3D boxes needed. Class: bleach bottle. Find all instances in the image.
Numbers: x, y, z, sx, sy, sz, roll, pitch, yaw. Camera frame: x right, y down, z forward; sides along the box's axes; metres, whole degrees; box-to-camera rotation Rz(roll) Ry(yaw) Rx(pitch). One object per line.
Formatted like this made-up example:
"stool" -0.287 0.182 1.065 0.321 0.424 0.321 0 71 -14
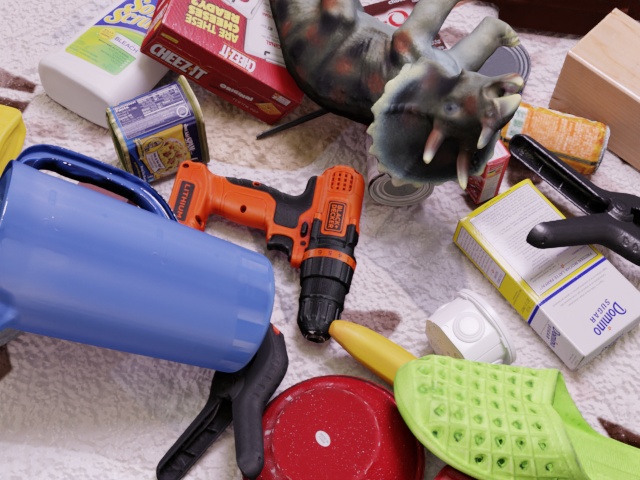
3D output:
"bleach bottle" -0.185 -0.235 1.149 0.102 0.068 0.250 29 61 12

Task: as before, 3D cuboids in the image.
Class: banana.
"banana" 0.093 0.133 0.946 0.198 0.069 0.037 39 95 23

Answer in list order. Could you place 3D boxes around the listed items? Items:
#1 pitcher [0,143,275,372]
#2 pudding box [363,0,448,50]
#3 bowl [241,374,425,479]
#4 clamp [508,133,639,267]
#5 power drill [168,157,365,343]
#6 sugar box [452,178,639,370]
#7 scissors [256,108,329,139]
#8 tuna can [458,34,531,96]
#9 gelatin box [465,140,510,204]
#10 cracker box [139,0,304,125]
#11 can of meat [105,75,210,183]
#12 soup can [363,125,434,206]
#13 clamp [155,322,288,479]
"pitcher" -0.165 0.022 0.893 0.242 0.145 0.149 18 96 -23
"pudding box" 0.069 -0.214 1.156 0.113 0.039 0.090 -16 62 -11
"bowl" 0.008 0.178 0.910 0.162 0.055 0.162 -4 58 6
"clamp" 0.273 -0.015 1.013 0.210 0.036 0.164 24 37 -7
"power drill" -0.057 0.001 1.022 0.187 0.057 0.184 10 60 2
"sugar box" 0.218 0.030 1.018 0.093 0.048 0.176 -31 69 -20
"scissors" 0.034 -0.148 1.094 0.201 0.096 0.016 -20 84 -16
"tuna can" 0.180 -0.181 1.144 0.086 0.034 0.086 1 60 -1
"gelatin box" 0.150 -0.092 1.069 0.030 0.073 0.089 -23 64 -15
"cracker box" -0.078 -0.251 1.122 0.164 0.072 0.213 28 59 -21
"can of meat" -0.160 -0.104 1.052 0.084 0.102 0.057 -23 64 -12
"soup can" 0.077 -0.094 1.071 0.068 0.068 0.102 -1 61 -2
"clamp" -0.066 0.140 0.922 0.120 0.039 0.171 -1 51 42
